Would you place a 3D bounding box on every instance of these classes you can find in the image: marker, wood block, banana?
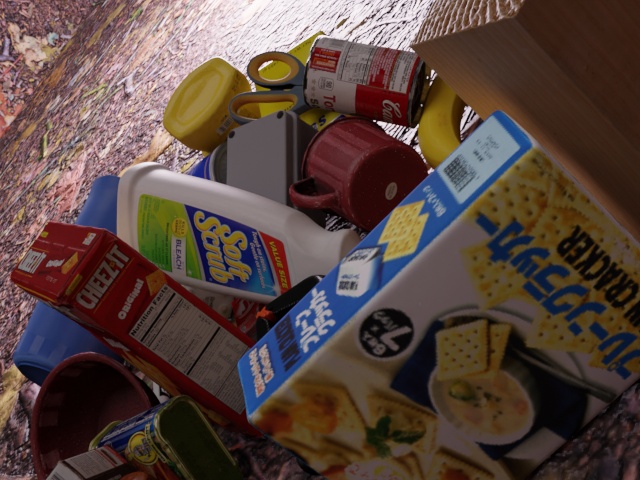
[{"bbox_3d":[-0.156,0.150,1.052,0.020,0.020,0.121,-44,25,13],"label":"marker"},{"bbox_3d":[0.163,-0.085,0.614,0.091,0.206,0.090,-4,51,58],"label":"wood block"},{"bbox_3d":[0.122,-0.119,0.944,0.070,0.037,0.197,-9,44,23],"label":"banana"}]

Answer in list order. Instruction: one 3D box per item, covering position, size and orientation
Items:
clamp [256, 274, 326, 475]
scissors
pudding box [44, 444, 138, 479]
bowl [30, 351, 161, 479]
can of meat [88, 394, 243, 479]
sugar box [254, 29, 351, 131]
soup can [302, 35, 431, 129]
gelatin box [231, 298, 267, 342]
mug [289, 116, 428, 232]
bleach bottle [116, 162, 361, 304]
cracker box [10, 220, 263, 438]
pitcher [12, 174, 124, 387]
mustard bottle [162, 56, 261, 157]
[{"bbox_3d":[-0.006,0.082,0.784,0.164,0.036,0.210,-64,22,-13],"label":"clamp"},{"bbox_3d":[0.010,-0.152,1.021,0.202,0.016,0.096,-9,59,7],"label":"scissors"},{"bbox_3d":[-0.194,0.208,0.786,0.113,0.039,0.090,-50,-9,5],"label":"pudding box"},{"bbox_3d":[-0.188,0.180,0.965,0.162,0.055,0.162,-1,89,34],"label":"bowl"},{"bbox_3d":[-0.121,0.181,0.850,0.084,0.102,0.057,-28,9,34],"label":"can of meat"},{"bbox_3d":[-0.009,-0.113,1.055,0.093,0.048,0.176,-30,52,24],"label":"sugar box"},{"bbox_3d":[0.042,-0.144,0.961,0.102,0.068,0.068,14,56,14],"label":"soup can"},{"bbox_3d":[-0.041,0.052,0.980,0.089,0.030,0.073,-45,24,10],"label":"gelatin box"},{"bbox_3d":[0.030,-0.051,0.917,0.117,0.093,0.082,-15,23,-19],"label":"mug"},{"bbox_3d":[-0.056,0.001,0.911,0.251,0.102,0.068,11,17,27],"label":"bleach bottle"},{"bbox_3d":[-0.142,0.075,0.899,0.072,0.213,0.164,-57,25,-14],"label":"cracker box"},{"bbox_3d":[-0.249,0.061,1.225,0.145,0.149,0.242,-1,55,40],"label":"pitcher"},{"bbox_3d":[-0.094,-0.124,1.168,0.058,0.191,0.096,38,91,24],"label":"mustard bottle"}]
